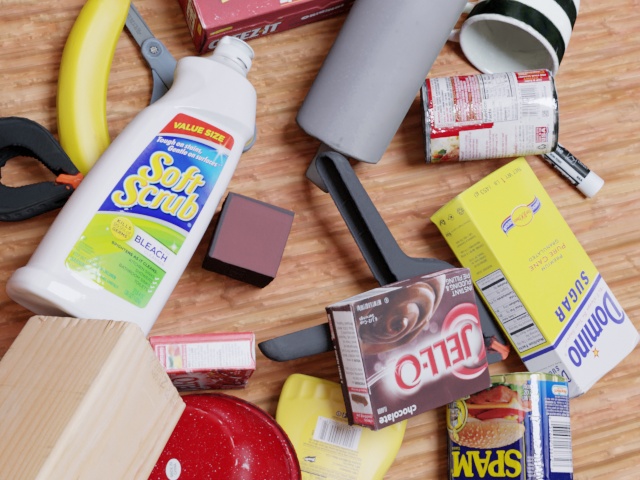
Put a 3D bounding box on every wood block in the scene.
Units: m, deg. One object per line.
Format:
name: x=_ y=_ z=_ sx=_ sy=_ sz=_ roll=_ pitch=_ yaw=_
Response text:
wood block: x=-0.177 y=0.152 z=0.655 sx=0.091 sy=0.090 sz=0.206 roll=1 pitch=44 yaw=27

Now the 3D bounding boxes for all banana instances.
banana: x=-0.167 y=-0.104 z=0.815 sx=0.069 sy=0.037 sz=0.198 roll=-7 pitch=87 yaw=-18

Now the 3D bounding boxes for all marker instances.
marker: x=0.184 y=-0.081 z=0.885 sx=0.121 sy=0.020 sz=0.020 roll=41 pitch=76 yaw=-1

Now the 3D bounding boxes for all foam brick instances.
foam brick: x=-0.055 y=0.001 z=0.798 sx=0.053 sy=0.078 sz=0.051 roll=18 pitch=79 yaw=-6

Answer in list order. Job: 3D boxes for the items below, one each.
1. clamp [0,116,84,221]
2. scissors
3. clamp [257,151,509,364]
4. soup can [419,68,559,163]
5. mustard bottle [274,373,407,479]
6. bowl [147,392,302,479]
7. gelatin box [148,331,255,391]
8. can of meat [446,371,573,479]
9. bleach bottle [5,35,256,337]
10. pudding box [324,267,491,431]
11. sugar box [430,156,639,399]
clamp: x=-0.258 y=-0.051 z=0.783 sx=0.171 sy=0.039 sz=0.120 roll=22 pitch=84 yaw=10
scissors: x=-0.139 y=-0.130 z=0.838 sx=0.202 sy=0.016 sz=0.096 roll=42 pitch=76 yaw=0
clamp: x=0.052 y=0.053 z=0.794 sx=0.209 sy=0.036 sz=0.164 roll=35 pitch=63 yaw=-22
soup can: x=0.131 y=-0.098 z=0.841 sx=0.102 sy=0.068 sz=0.068 roll=-4 pitch=80 yaw=4
mustard bottle: x=-0.005 y=0.201 z=0.779 sx=0.096 sy=0.058 sz=0.191 roll=16 pitch=77 yaw=1
bowl: x=-0.096 y=0.167 z=0.734 sx=0.162 sy=0.055 sz=0.162 roll=-6 pitch=55 yaw=8
gelatin box: x=-0.087 y=0.090 z=0.769 sx=0.073 sy=0.089 sz=0.030 roll=-1 pitch=73 yaw=-10
can of meat: x=0.139 y=0.144 z=0.794 sx=0.057 sy=0.102 sz=0.084 roll=10 pitch=74 yaw=-37
bleach bottle: x=-0.120 y=-0.047 z=0.772 sx=0.102 sy=0.068 sz=0.250 roll=34 pitch=67 yaw=-22
pudding box: x=0.064 y=0.074 z=0.753 sx=0.113 sy=0.039 sz=0.090 roll=-14 pitch=94 yaw=-32
sugar box: x=0.170 y=0.030 z=0.834 sx=0.093 sy=0.048 sz=0.176 roll=-31 pitch=84 yaw=-38
